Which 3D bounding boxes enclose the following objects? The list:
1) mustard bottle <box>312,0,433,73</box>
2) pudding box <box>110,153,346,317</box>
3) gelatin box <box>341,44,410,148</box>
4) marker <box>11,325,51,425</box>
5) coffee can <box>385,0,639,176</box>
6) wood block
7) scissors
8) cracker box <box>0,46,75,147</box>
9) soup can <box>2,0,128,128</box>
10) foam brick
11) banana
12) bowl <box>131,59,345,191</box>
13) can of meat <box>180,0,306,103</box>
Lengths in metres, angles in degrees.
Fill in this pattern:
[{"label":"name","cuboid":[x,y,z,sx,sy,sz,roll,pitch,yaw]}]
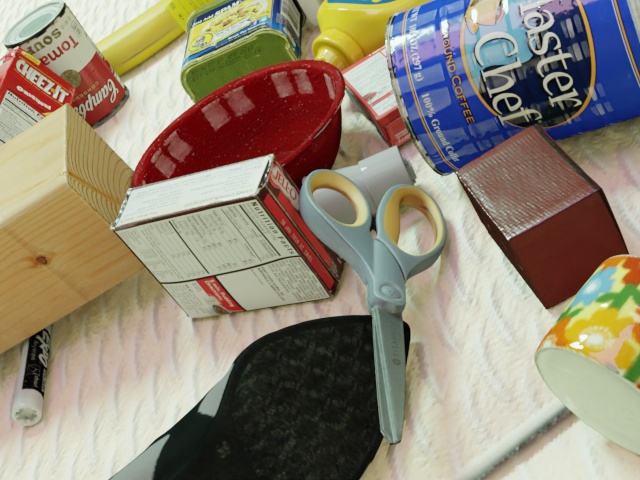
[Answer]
[{"label":"mustard bottle","cuboid":[0.053,-0.183,0.804,0.096,0.058,0.191,15,57,43]},{"label":"pudding box","cuboid":[-0.054,0.001,0.636,0.114,0.090,0.039,-12,41,30]},{"label":"gelatin box","cuboid":[0.061,-0.107,0.729,0.073,0.030,0.089,-32,34,0]},{"label":"marker","cuboid":[-0.193,0.076,0.721,0.020,0.020,0.121,-27,35,10]},{"label":"coffee can","cuboid":[0.122,-0.105,0.610,0.140,0.102,0.102,-16,38,25]},{"label":"wood block","cuboid":[-0.224,0.013,0.718,0.206,0.090,0.090,-30,41,13]},{"label":"scissors","cuboid":[0.018,0.019,0.552,0.201,0.096,0.016,-62,-4,-55]},{"label":"cracker box","cuboid":[-0.297,-0.042,0.876,0.164,0.072,0.213,-35,31,28]},{"label":"soup can","cuboid":[-0.230,-0.158,0.969,0.069,0.102,0.068,-22,35,16]},{"label":"foam brick","cuboid":[0.113,-0.013,0.549,0.051,0.053,0.078,-31,33,4]},{"label":"banana","cuboid":[-0.177,-0.200,1.035,0.198,0.037,0.070,-31,34,4]},{"label":"bowl","cuboid":[-0.046,-0.054,0.723,0.162,0.055,0.162,-21,32,14]},{"label":"can of meat","cuboid":[-0.063,-0.159,0.873,0.102,0.057,0.084,-21,38,18]}]
